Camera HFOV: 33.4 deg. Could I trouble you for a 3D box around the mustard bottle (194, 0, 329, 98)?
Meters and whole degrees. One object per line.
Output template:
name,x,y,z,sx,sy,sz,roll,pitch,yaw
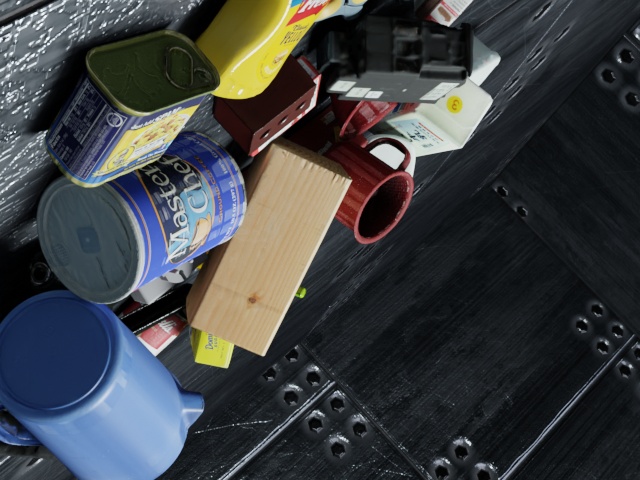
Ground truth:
mustard bottle,-0.016,-0.188,0.760,0.192,0.058,0.096,-48,172,29

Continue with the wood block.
wood block,-0.057,0.001,1.117,0.206,0.090,0.090,-63,-166,11

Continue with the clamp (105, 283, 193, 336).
clamp,-0.251,0.108,1.185,0.210,0.036,0.164,-39,157,13

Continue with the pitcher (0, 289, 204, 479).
pitcher,-0.208,0.133,0.921,0.149,0.145,0.243,-51,164,-16

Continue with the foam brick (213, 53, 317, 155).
foam brick,-0.050,-0.124,0.944,0.078,0.051,0.053,-41,172,-18

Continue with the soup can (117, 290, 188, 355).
soup can,-0.213,0.107,1.282,0.102,0.068,0.068,-43,172,4

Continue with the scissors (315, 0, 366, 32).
scissors,0.012,-0.202,0.953,0.096,0.016,0.202,-24,178,-15

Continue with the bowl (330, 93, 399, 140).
bowl,0.063,-0.183,1.161,0.162,0.055,0.162,-42,172,-8

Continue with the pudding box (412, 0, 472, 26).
pudding box,0.134,-0.258,1.068,0.090,0.039,0.113,-47,-169,20

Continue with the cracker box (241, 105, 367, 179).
cracker box,-0.039,-0.050,1.298,0.164,0.072,0.214,-40,171,-23

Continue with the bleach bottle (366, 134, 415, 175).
bleach bottle,0.055,-0.090,1.406,0.251,0.068,0.102,-149,-112,-77

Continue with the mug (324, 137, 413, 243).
mug,0.050,-0.066,1.184,0.117,0.082,0.093,-51,151,-2

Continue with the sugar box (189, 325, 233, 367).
sugar box,-0.129,0.089,1.290,0.176,0.048,0.093,-155,-102,-77

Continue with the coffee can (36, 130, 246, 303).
coffee can,-0.140,-0.022,0.853,0.103,0.103,0.140,-49,170,36

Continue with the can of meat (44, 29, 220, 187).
can of meat,-0.130,-0.089,0.727,0.084,0.057,0.101,-47,171,38
